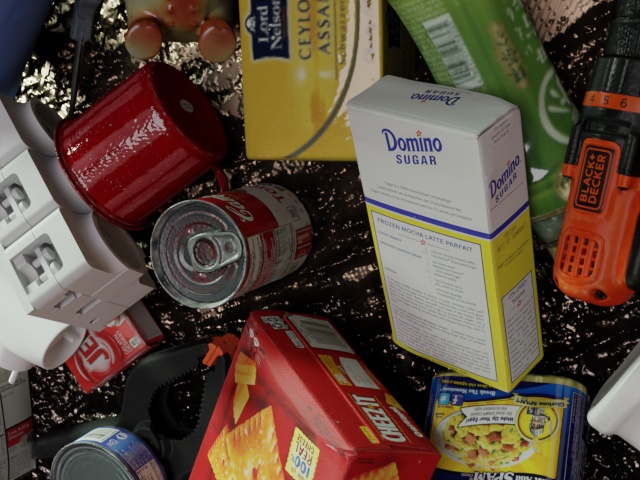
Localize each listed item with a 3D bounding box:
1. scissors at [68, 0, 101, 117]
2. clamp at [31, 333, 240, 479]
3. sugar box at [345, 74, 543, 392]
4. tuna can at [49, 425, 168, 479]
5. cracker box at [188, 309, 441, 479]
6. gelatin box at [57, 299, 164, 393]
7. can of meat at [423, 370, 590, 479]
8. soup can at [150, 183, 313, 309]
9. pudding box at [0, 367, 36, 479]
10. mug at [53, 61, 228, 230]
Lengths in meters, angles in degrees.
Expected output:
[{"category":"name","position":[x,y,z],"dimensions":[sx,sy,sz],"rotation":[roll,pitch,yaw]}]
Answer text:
[{"category":"scissors","position":[-0.160,-0.166,0.721],"dimensions":[0.202,0.016,0.096],"rotation":[130,139,-62]},{"category":"clamp","position":[-0.127,0.142,0.789],"dimensions":[0.165,0.036,0.210],"rotation":[34,115,15]},{"category":"sugar box","position":[0.075,-0.003,0.616],"dimensions":[0.093,0.048,0.176],"rotation":[20,133,39]},{"category":"tuna can","position":[-0.152,0.178,0.771],"dimensions":[0.086,0.033,0.086],"rotation":[9,109,27]},{"category":"cracker box","position":[-0.025,0.175,0.685],"dimensions":[0.164,0.072,0.214],"rotation":[47,121,54]},{"category":"gelatin box","position":[-0.169,0.058,0.797],"dimensions":[0.073,0.030,0.089],"rotation":[-37,83,26]},{"category":"can of meat","position":[0.111,0.128,0.649],"dimensions":[0.102,0.057,0.084],"rotation":[1,64,24]},{"category":"soup can","position":[-0.055,0.001,0.695],"dimensions":[0.069,0.102,0.068],"rotation":[5,101,24]},{"category":"pudding box","position":[-0.264,0.139,0.822],"dimensions":[0.039,0.089,0.113],"rotation":[0,100,24]},{"category":"mug","position":[-0.110,-0.058,0.724],"dimensions":[0.082,0.093,0.117],"rotation":[-34,111,21]}]
